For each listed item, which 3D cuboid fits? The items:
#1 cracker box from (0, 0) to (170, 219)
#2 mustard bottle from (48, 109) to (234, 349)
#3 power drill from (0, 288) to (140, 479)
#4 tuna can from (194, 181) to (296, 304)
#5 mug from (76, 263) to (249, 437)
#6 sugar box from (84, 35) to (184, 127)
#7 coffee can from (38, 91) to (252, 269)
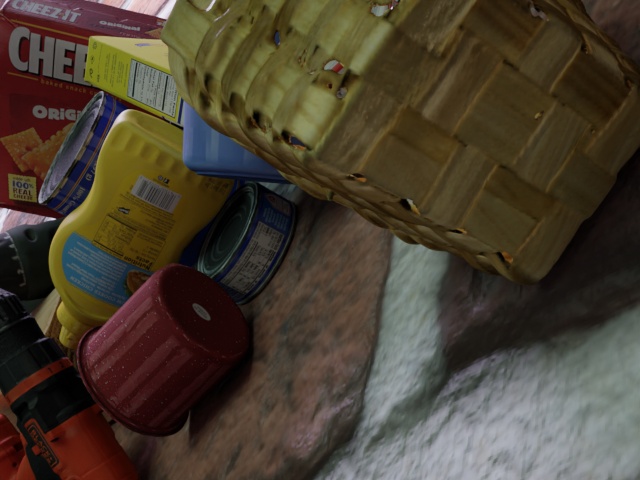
[{"bbox_3d":[-0.228,-0.118,1.024,0.072,0.164,0.214,-86,10,-54],"label":"cracker box"},{"bbox_3d":[-0.147,0.004,0.797,0.192,0.096,0.058,-58,16,20],"label":"mustard bottle"},{"bbox_3d":[-0.225,0.142,0.808,0.057,0.184,0.188,-28,-9,-38],"label":"power drill"},{"bbox_3d":[-0.055,0.001,0.771,0.086,0.033,0.086,-47,25,30],"label":"tuna can"},{"bbox_3d":[-0.103,0.063,0.724,0.082,0.093,0.117,-44,33,25],"label":"mug"},{"bbox_3d":[-0.101,-0.123,0.846,0.176,0.093,0.048,23,112,41],"label":"sugar box"},{"bbox_3d":[-0.141,-0.042,0.867,0.103,0.140,0.103,-47,25,30],"label":"coffee can"}]
